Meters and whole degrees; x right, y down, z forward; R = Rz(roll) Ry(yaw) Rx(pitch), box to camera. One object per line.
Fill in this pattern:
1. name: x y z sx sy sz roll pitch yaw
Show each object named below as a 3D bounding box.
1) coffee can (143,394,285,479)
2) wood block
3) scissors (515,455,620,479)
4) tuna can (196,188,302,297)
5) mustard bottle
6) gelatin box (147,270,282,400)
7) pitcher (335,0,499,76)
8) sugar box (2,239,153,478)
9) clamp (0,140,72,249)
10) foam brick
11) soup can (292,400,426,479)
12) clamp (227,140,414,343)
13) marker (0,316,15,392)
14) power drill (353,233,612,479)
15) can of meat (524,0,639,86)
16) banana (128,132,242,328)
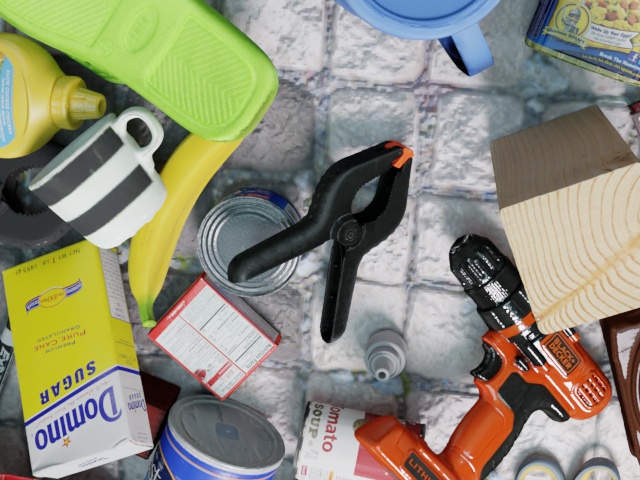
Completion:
1. coffee can: -0.102 0.218 0.910 0.103 0.102 0.140 23 109 0
2. wood block: 0.176 -0.023 0.744 0.091 0.206 0.090 -18 104 12
3. scissors: 0.196 0.266 0.930 0.096 0.016 0.202 22 114 7
4. tuna can: -0.056 0.001 0.874 0.086 0.033 0.086 2 107 7
5. mustard bottle: -0.258 -0.114 0.828 0.192 0.058 0.096 8 107 13
6. gelatin box: -0.089 0.081 0.905 0.089 0.030 0.073 42 106 -6
7. pitcher: 0.063 -0.187 0.691 0.149 0.243 0.145 15 107 -4
8. sugar box: -0.200 0.096 0.872 0.093 0.048 0.176 -20 68 14
9. clamp: -0.273 -0.025 0.885 0.210 0.036 0.164 -3 92 6
10. foam brick: -0.170 0.143 0.923 0.078 0.053 0.051 24 108 0
11. soup can: 0.032 0.177 0.897 0.102 0.068 0.068 11 108 4
12. clamp: 0.006 -0.010 0.835 0.120 0.039 0.171 24 96 -38
13. marker: -0.281 0.104 0.944 0.020 0.020 0.121 26 109 -1
14. power drill: 0.118 0.113 0.835 0.187 0.057 0.184 -43 101 -9
15. can of meat: 0.209 -0.166 0.774 0.102 0.057 0.084 21 111 2
16. banana: -0.111 -0.029 0.861 0.070 0.037 0.198 35 106 35
